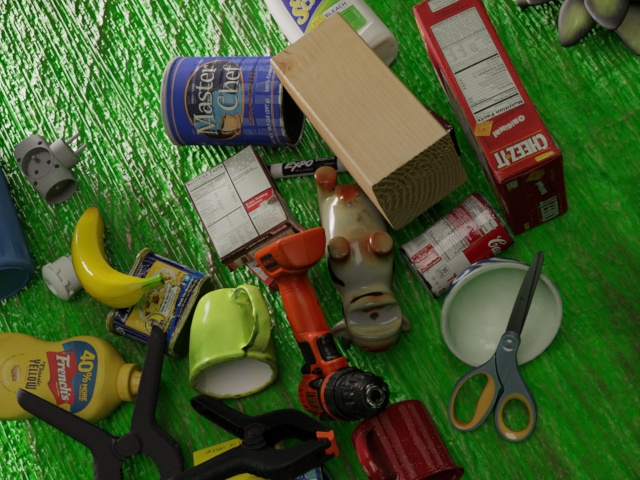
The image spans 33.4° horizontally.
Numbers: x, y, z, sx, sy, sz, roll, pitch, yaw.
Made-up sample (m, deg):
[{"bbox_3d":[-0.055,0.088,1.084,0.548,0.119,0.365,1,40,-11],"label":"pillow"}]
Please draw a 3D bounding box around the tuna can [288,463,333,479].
[{"bbox_3d":[0.001,0.262,1.046,0.034,0.086,0.086,-23,68,4],"label":"tuna can"}]

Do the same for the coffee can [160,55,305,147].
[{"bbox_3d":[-0.096,-0.156,1.201,0.140,0.102,0.103,2,73,15],"label":"coffee can"}]

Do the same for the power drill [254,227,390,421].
[{"bbox_3d":[0.000,0.085,1.036,0.057,0.185,0.187,-16,88,-20],"label":"power drill"}]

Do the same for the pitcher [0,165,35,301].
[{"bbox_3d":[-0.428,-0.042,1.244,0.145,0.149,0.243,-23,70,-11],"label":"pitcher"}]

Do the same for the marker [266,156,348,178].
[{"bbox_3d":[-0.023,-0.081,1.202,0.121,0.020,0.020,-6,71,12],"label":"marker"}]

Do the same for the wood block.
[{"bbox_3d":[0.046,-0.122,1.075,0.091,0.090,0.206,-36,55,0],"label":"wood block"}]

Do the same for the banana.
[{"bbox_3d":[-0.236,0.025,1.167,0.069,0.037,0.198,-32,40,-18],"label":"banana"}]

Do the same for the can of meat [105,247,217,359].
[{"bbox_3d":[-0.172,0.071,1.170,0.084,0.057,0.102,21,78,18],"label":"can of meat"}]

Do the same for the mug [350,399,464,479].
[{"bbox_3d":[0.074,0.208,1.034,0.093,0.117,0.081,-42,59,27],"label":"mug"}]

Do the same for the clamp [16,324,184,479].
[{"bbox_3d":[-0.212,0.211,1.108,0.164,0.036,0.210,-18,88,-4],"label":"clamp"}]

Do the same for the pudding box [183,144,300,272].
[{"bbox_3d":[-0.087,-0.036,1.161,0.090,0.039,0.113,-30,61,5],"label":"pudding box"}]

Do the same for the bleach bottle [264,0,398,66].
[{"bbox_3d":[-0.021,-0.279,1.246,0.102,0.068,0.251,-39,65,-1],"label":"bleach bottle"}]

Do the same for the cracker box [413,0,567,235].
[{"bbox_3d":[0.178,-0.133,1.090,0.072,0.164,0.214,-25,68,7],"label":"cracker box"}]

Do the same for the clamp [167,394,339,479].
[{"bbox_3d":[-0.067,0.195,1.062,0.171,0.039,0.120,-8,47,7],"label":"clamp"}]

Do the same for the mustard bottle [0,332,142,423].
[{"bbox_3d":[-0.272,0.152,1.167,0.192,0.058,0.096,1,73,14],"label":"mustard bottle"}]

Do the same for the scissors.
[{"bbox_3d":[0.197,0.115,1.037,0.096,0.016,0.202,34,112,8],"label":"scissors"}]

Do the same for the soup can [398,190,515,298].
[{"bbox_3d":[0.140,0.005,1.106,0.102,0.068,0.068,-36,67,1],"label":"soup can"}]
